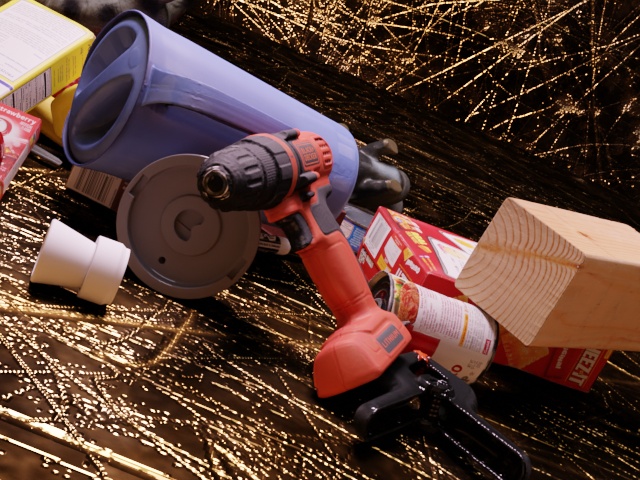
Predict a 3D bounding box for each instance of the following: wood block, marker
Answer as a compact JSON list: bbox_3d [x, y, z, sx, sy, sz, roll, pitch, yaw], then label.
[{"bbox_3d":[0.224,0.033,0.919,0.205,0.090,0.091,9,27,-47],"label":"wood block"},{"bbox_3d":[-0.057,0.001,0.997,0.120,0.020,0.020,11,19,-42],"label":"marker"}]

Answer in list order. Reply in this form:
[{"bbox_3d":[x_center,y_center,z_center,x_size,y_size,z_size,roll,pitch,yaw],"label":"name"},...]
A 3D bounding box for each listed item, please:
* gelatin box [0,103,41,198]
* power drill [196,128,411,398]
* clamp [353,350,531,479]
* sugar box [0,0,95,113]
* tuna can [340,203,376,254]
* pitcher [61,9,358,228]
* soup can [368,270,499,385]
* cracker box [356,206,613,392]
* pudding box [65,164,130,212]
[{"bbox_3d":[-0.277,-0.081,0.840,0.089,0.030,0.073,23,51,-4],"label":"gelatin box"},{"bbox_3d":[-0.008,0.011,0.752,0.187,0.057,0.184,67,23,-1],"label":"power drill"},{"bbox_3d":[0.086,0.121,0.754,0.120,0.039,0.171,26,14,2],"label":"clamp"},{"bbox_3d":[-0.291,-0.149,0.949,0.093,0.048,0.176,29,49,16],"label":"sugar box"},{"bbox_3d":[0.048,-0.009,1.176,0.086,0.034,0.086,23,14,-6],"label":"tuna can"},{"bbox_3d":[-0.080,-0.087,0.907,0.242,0.145,0.149,21,35,-36],"label":"pitcher"},{"bbox_3d":[0.085,0.072,0.871,0.102,0.068,0.068,20,15,-17],"label":"soup can"},{"bbox_3d":[0.155,0.057,1.034,0.213,0.072,0.164,20,17,-21],"label":"cracker box"},{"bbox_3d":[-0.159,-0.045,0.963,0.113,0.039,0.090,28,14,6],"label":"pudding box"}]
